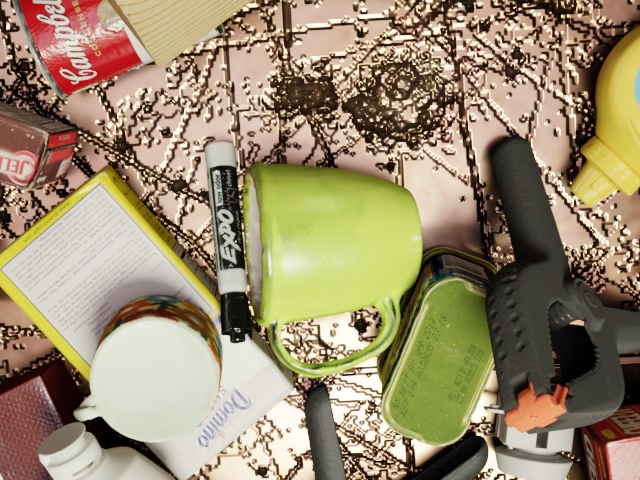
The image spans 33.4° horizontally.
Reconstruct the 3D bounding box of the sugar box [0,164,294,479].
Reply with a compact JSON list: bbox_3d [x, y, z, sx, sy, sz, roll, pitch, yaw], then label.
[{"bbox_3d":[-0.106,0.050,0.647,0.093,0.048,0.176,-39,101,4],"label":"sugar box"}]

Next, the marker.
[{"bbox_3d":[-0.054,0.001,0.631,0.020,0.020,0.121,-7,74,-1],"label":"marker"}]

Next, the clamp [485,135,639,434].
[{"bbox_3d":[0.128,0.030,0.586,0.036,0.209,0.164,-37,91,32],"label":"clamp"}]

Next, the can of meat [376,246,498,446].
[{"bbox_3d":[0.072,0.062,0.629,0.057,0.084,0.102,21,100,0],"label":"can of meat"}]

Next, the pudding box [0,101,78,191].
[{"bbox_3d":[-0.201,-0.064,0.605,0.113,0.090,0.039,21,95,-4],"label":"pudding box"}]

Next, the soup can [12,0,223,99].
[{"bbox_3d":[-0.114,-0.131,0.609,0.102,0.068,0.068,-22,98,1],"label":"soup can"}]

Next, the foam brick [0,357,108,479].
[{"bbox_3d":[-0.170,0.120,0.651,0.053,0.051,0.078,-25,98,3],"label":"foam brick"}]

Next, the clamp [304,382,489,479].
[{"bbox_3d":[0.016,0.173,0.671,0.120,0.039,0.171,29,96,-4],"label":"clamp"}]
